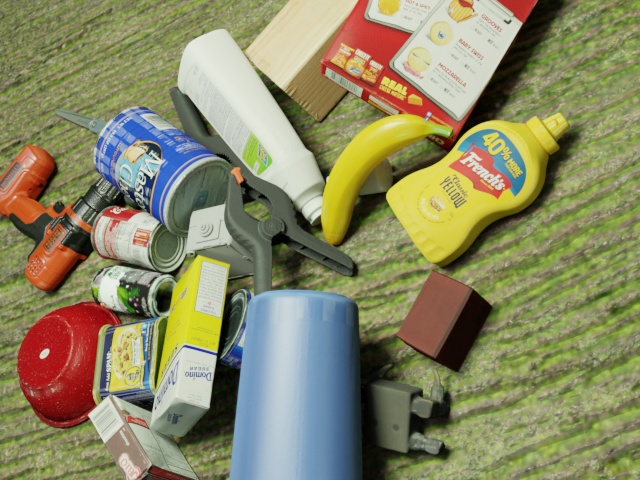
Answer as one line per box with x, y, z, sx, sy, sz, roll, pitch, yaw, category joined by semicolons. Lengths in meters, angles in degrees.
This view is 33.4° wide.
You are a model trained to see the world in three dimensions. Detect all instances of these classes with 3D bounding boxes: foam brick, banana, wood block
0.121;0.079;1.044;0.051;0.053;0.078;25;82;38;foam brick
0.049;-0.072;1.121;0.069;0.037;0.198;48;125;2;banana
0.022;-0.254;1.244;0.206;0.090;0.090;-48;52;5;wood block

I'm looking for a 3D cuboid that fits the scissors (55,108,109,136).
-0.305;-0.137;1.451;0.202;0.016;0.096;4;70;35;scissors

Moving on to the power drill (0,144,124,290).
-0.352;-0.050;1.413;0.184;0.057;0.188;-50;51;3;power drill

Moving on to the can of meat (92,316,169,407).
-0.208;0.142;1.228;0.084;0.057;0.102;-13;61;26;can of meat

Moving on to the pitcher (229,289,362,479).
-0.026;0.175;1.023;0.149;0.145;0.243;-2;77;19;pitcher

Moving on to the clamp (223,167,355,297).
-0.058;0.001;1.145;0.120;0.039;0.171;-35;74;-29;clamp

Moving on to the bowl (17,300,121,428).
-0.316;0.142;1.297;0.162;0.055;0.162;-15;62;29;bowl

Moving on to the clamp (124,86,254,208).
-0.144;-0.103;1.311;0.210;0.036;0.164;14;85;36;clamp

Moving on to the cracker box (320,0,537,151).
0.122;-0.229;1.135;0.164;0.072;0.213;31;85;3;cracker box

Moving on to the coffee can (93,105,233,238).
-0.182;-0.081;1.245;0.140;0.102;0.103;35;89;31;coffee can

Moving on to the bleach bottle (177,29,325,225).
-0.070;-0.119;1.226;0.068;0.103;0.251;-28;73;-24;bleach bottle

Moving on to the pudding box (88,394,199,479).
-0.190;0.226;1.154;0.039;0.090;0.114;-44;51;5;pudding box

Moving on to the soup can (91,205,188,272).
-0.219;-0.001;1.296;0.102;0.068;0.068;12;75;36;soup can

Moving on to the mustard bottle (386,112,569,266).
0.167;-0.064;1.076;0.192;0.058;0.096;-37;69;12;mustard bottle

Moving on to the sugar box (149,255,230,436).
-0.143;0.115;1.165;0.093;0.048;0.176;131;153;-51;sugar box

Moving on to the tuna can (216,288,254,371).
-0.085;0.096;1.157;0.086;0.033;0.086;-52;24;35;tuna can
